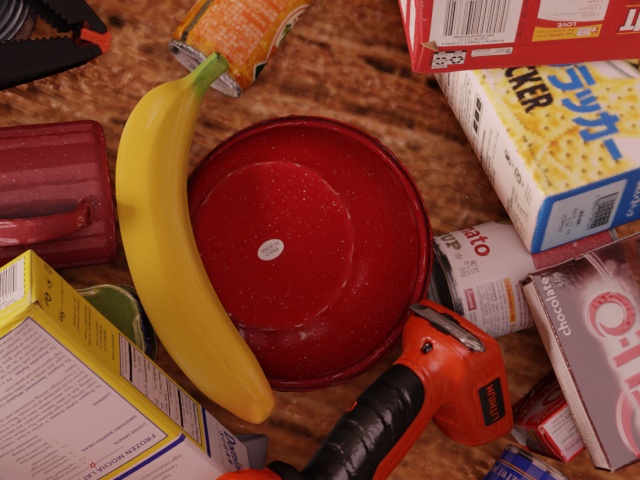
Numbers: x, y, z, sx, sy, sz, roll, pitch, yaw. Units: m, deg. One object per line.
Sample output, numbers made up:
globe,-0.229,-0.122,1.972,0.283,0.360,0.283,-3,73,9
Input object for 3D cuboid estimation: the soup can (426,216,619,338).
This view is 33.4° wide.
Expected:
soup can,0.117,0.019,0.628,0.102,0.068,0.068,-14,87,-7

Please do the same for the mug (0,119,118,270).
mug,-0.154,-0.021,0.580,0.081,0.117,0.093,-7,104,-12

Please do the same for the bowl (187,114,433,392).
bowl,-0.020,0.005,0.595,0.162,0.055,0.162,-1,85,14

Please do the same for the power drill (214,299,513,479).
power drill,0.027,0.137,0.581,0.057,0.184,0.187,31,64,34

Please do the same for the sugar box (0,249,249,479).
sugar box,-0.120,0.092,0.528,0.093,0.048,0.176,-31,129,11

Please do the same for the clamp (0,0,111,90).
clamp,-0.217,-0.125,0.562,0.209,0.036,0.164,23,78,-27

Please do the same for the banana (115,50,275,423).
banana,-0.071,0.000,0.558,0.070,0.037,0.198,-12,82,22

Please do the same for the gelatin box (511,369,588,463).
gelatin box,0.155,0.089,0.623,0.089,0.073,0.030,-38,91,-8
